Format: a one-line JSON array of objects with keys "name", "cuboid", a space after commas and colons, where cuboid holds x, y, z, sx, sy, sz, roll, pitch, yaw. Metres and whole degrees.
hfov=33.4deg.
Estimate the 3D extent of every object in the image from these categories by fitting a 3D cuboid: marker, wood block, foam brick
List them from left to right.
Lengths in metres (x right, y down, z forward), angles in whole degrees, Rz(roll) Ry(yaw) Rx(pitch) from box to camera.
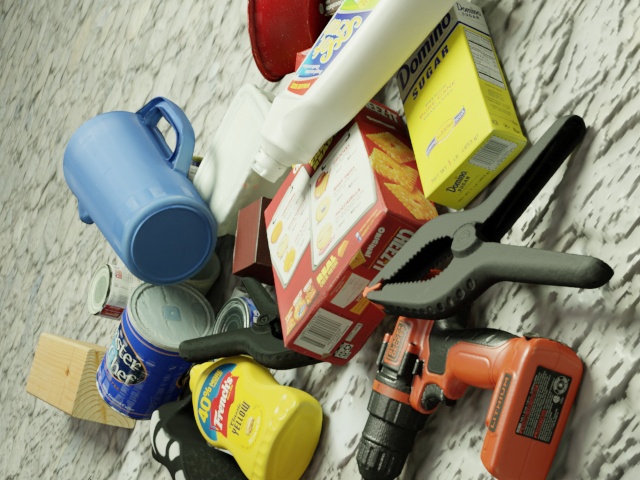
[{"name": "wood block", "cuboid": [-0.320, 0.187, 1.449, 0.206, 0.090, 0.091, 4, 78, 59]}, {"name": "marker", "cuboid": [-0.112, 0.109, 1.215, 0.121, 0.020, 0.020, -65, 31, 15]}, {"name": "foam brick", "cuboid": [-0.058, 0.001, 1.145, 0.051, 0.052, 0.078, -25, 56, 52]}]

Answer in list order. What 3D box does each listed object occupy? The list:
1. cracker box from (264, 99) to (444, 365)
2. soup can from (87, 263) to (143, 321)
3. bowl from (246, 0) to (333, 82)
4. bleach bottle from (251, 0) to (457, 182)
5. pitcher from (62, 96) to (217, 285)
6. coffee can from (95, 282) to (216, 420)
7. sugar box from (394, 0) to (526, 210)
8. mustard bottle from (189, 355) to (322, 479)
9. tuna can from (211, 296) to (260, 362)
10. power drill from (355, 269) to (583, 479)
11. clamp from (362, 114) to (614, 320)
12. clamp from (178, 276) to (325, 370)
[{"name": "cracker box", "cuboid": [0.024, -0.016, 0.977, 0.164, 0.072, 0.214, -55, 26, 27]}, {"name": "soup can", "cuboid": [-0.235, 0.073, 1.351, 0.069, 0.102, 0.068, -32, 50, 48]}, {"name": "bowl", "cuboid": [-0.024, -0.251, 1.160, 0.055, 0.162, 0.162, 6, 78, 18]}, {"name": "bleach bottle", "cuboid": [0.024, -0.154, 0.954, 0.251, 0.068, 0.103, -52, 29, 14]}, {"name": "pitcher", "cuboid": [-0.200, -0.057, 1.224, 0.243, 0.144, 0.149, -133, 31, -53]}, {"name": "coffee can", "cuboid": [-0.192, 0.127, 1.235, 0.140, 0.102, 0.103, -59, 32, 39]}, {"name": "sugar box", "cuboid": [0.116, -0.123, 0.929, 0.093, 0.048, 0.176, -47, 40, 37]}, {"name": "mustard bottle", "cuboid": [-0.078, 0.168, 1.069, 0.192, 0.058, 0.096, 26, 97, 51]}, {"name": "tuna can", "cuboid": [-0.086, 0.105, 1.159, 0.086, 0.033, 0.086, -33, 49, 48]}, {"name": "power drill", "cuboid": [0.103, 0.122, 0.817, 0.188, 0.057, 0.184, 18, 90, 60]}, {"name": "clamp", "cuboid": [0.123, -0.003, 0.808, 0.210, 0.036, 0.164, -25, 39, 35]}, {"name": "clamp", "cuboid": [-0.060, 0.096, 1.059, 0.172, 0.039, 0.120, 17, 56, 48]}]
